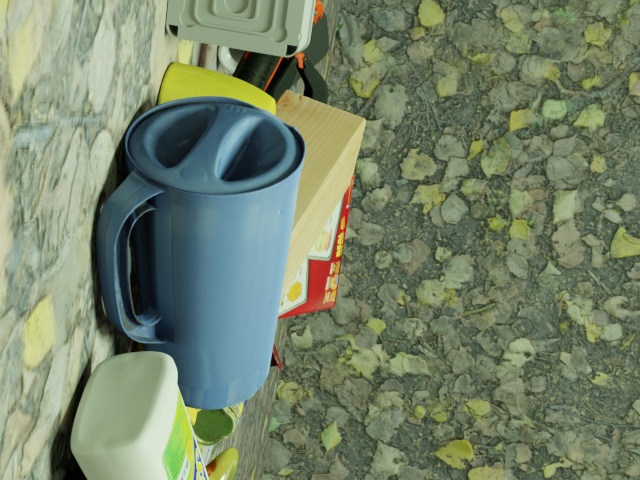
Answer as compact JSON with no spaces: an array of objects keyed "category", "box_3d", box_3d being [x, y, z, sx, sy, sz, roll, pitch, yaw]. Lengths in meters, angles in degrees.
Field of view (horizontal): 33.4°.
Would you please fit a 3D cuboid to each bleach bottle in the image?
[{"category":"bleach bottle","box_3d":[-0.113,0.208,0.822,0.102,0.068,0.251,-81,160,-51]}]

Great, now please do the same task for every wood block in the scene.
[{"category":"wood block","box_3d":[-0.038,-0.044,1.011,0.205,0.091,0.090,-60,167,-48]}]

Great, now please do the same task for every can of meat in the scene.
[{"category":"can of meat","box_3d":[-0.121,0.151,1.109,0.057,0.102,0.084,-34,-168,20]}]

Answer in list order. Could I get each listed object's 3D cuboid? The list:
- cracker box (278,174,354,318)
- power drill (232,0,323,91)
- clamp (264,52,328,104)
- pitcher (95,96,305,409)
[{"category":"cracker box","box_3d":[-0.058,0.001,1.187,0.213,0.072,0.164,-7,109,-53]},{"category":"power drill","box_3d":[-0.064,-0.158,1.052,0.188,0.057,0.184,-62,-176,4]},{"category":"clamp","box_3d":[-0.020,-0.142,1.262,0.039,0.120,0.171,43,-49,47]},{"category":"pitcher","box_3d":[-0.095,0.022,0.846,0.145,0.149,0.243,-97,-169,-52]}]
